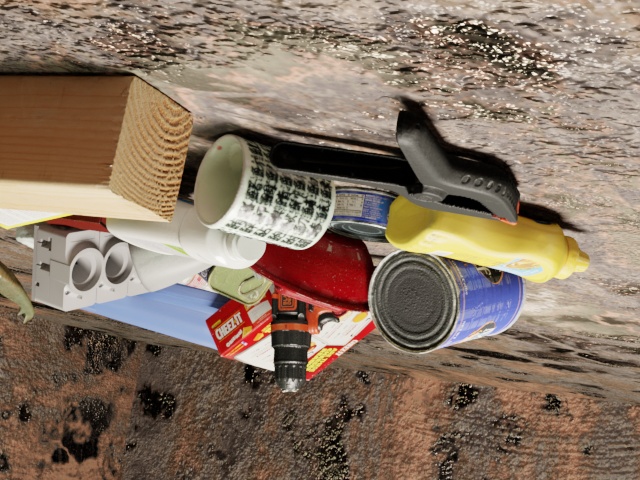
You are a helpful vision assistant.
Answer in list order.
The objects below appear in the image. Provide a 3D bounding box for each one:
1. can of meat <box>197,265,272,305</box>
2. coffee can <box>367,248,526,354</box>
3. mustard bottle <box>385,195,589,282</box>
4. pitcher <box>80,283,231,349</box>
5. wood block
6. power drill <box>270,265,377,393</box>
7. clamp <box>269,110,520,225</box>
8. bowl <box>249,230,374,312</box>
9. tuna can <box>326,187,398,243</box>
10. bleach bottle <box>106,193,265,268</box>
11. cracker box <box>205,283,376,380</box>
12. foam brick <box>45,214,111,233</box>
[{"bbox_3d":[-0.119,0.027,1.308,0.084,0.057,0.102,35,-176,39],"label":"can of meat"},{"bbox_3d":[0.128,0.053,1.064,0.103,0.103,0.140,2,-176,37],"label":"coffee can"},{"bbox_3d":[0.163,0.000,0.974,0.191,0.058,0.096,14,171,-21],"label":"mustard bottle"},{"bbox_3d":[-0.229,0.071,1.543,0.242,0.145,0.149,14,130,-7],"label":"pitcher"},{"bbox_3d":[-0.217,-0.075,0.844,0.206,0.091,0.090,5,168,26],"label":"wood block"},{"bbox_3d":[0.029,0.094,1.311,0.188,0.184,0.057,-2,167,12],"label":"power drill"},{"bbox_3d":[0.075,-0.051,0.843,0.209,0.036,0.165,19,166,-42],"label":"clamp"},{"bbox_3d":[-0.006,0.012,1.076,0.162,0.055,0.162,22,-168,-5],"label":"bowl"},{"bbox_3d":[0.045,-0.023,1.027,0.086,0.034,0.086,10,169,2],"label":"tuna can"},{"bbox_3d":[-0.120,-0.009,1.041,0.102,0.068,0.251,18,178,-33],"label":"bleach bottle"},{"bbox_3d":[-0.030,0.109,1.490,0.164,0.072,0.213,-39,148,18],"label":"cracker box"},{"bbox_3d":[-0.263,-0.042,1.163,0.078,0.053,0.051,9,170,9],"label":"foam brick"}]
